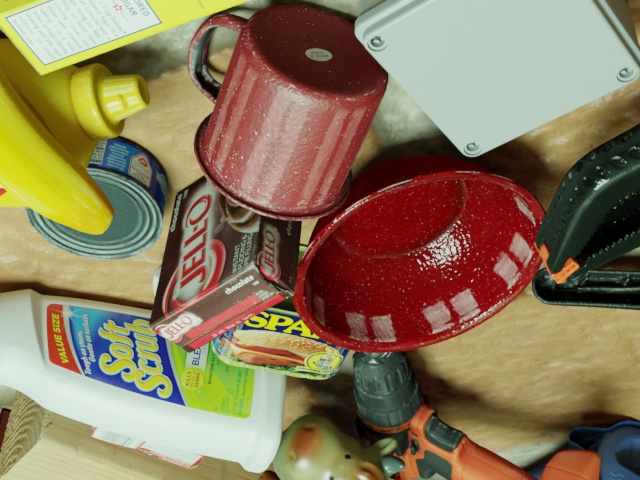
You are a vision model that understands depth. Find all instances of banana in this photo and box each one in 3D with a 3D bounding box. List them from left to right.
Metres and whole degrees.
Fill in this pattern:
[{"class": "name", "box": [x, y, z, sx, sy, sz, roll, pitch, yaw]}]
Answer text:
[{"class": "banana", "box": [-0.165, -0.088, 0.526, 0.070, 0.037, 0.198, -13, 106, 15]}]

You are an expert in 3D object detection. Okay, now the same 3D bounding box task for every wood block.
[{"class": "wood block", "box": [-0.145, 0.175, 0.869, 0.205, 0.091, 0.090, 27, 134, -25]}]

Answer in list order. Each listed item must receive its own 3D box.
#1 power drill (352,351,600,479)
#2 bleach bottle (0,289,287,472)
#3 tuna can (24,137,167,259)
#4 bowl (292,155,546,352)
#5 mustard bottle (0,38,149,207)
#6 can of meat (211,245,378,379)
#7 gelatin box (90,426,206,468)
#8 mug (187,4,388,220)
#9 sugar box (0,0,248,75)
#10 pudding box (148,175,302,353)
[{"class": "power drill", "box": [0.111, 0.152, 0.795, 0.188, 0.057, 0.184, 24, 153, 27]}, {"class": "bleach bottle", "box": [-0.152, 0.095, 0.764, 0.250, 0.102, 0.068, 12, 144, -12]}, {"class": "tuna can", "box": [-0.140, -0.027, 0.674, 0.086, 0.033, 0.086, 2, 140, 1]}, {"class": "bowl", "box": [0.056, 0.000, 0.660, 0.162, 0.055, 0.162, -9, 138, -9]}, {"class": "mustard bottle", "box": [-0.185, -0.060, 0.593, 0.192, 0.058, 0.096, -12, 121, 13]}, {"class": "can of meat", "box": [-0.021, 0.050, 0.741, 0.102, 0.057, 0.084, 12, 141, -11]}, {"class": "gelatin box", "box": [-0.127, 0.128, 0.825, 0.089, 0.073, 0.030, 23, 136, -23]}, {"class": "mug", "box": [-0.023, -0.079, 0.576, 0.117, 0.093, 0.082, 39, 134, 14]}, {"class": "sugar box", "box": [-0.057, -0.143, 0.486, 0.176, 0.093, 0.048, -13, 138, 18]}, {"class": "pudding box", "box": [-0.054, 0.001, 0.640, 0.090, 0.113, 0.039, -30, 126, 32]}]
